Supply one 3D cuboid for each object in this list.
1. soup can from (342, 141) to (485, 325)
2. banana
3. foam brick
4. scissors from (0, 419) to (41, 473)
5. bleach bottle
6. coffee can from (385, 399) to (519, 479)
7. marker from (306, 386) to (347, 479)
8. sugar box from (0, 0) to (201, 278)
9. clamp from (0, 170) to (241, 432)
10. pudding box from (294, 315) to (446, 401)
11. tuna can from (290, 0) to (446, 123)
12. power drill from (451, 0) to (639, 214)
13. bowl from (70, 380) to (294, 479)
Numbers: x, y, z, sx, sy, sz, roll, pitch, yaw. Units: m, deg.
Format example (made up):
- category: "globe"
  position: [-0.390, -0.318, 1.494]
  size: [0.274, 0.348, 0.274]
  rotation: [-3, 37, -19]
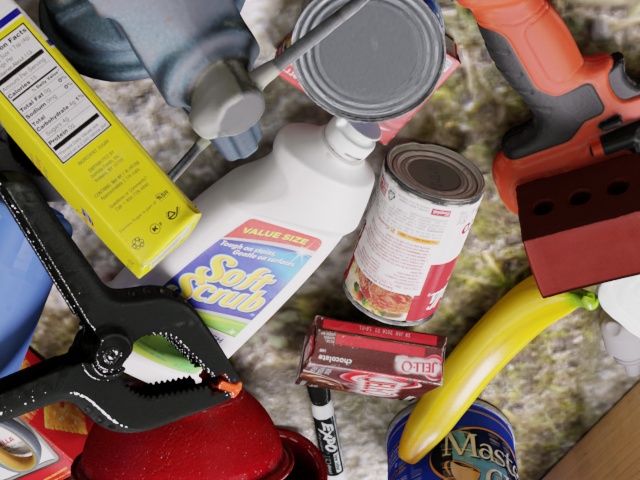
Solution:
- category: "soup can"
  position: [0.060, -0.005, 0.693]
  size: [0.068, 0.068, 0.102]
  rotation: [13, 125, -6]
- category: "banana"
  position: [0.119, 0.080, 0.751]
  size: [0.037, 0.069, 0.198]
  rotation: [39, 120, -2]
- category: "foam brick"
  position: [0.160, -0.009, 0.632]
  size: [0.078, 0.053, 0.051]
  rotation: [-16, 130, 19]
- category: "scissors"
  position: [-0.296, 0.123, 0.751]
  size: [0.201, 0.016, 0.096]
  rotation: [29, 119, -16]
- category: "bleach bottle"
  position: [-0.055, 0.001, 0.694]
  size: [0.102, 0.068, 0.251]
  rotation: [30, 127, -20]
- category: "coffee can"
  position: [0.100, 0.201, 0.797]
  size: [0.103, 0.140, 0.103]
  rotation: [1, 126, 2]
- category: "marker"
  position: [0.004, 0.148, 0.838]
  size: [0.020, 0.020, 0.121]
  rotation: [-5, 126, 7]
- category: "sugar box"
  position: [-0.137, -0.060, 0.555]
  size: [0.048, 0.093, 0.176]
  rotation: [-44, 93, -12]
- category: "clamp"
  position: [-0.142, 0.073, 0.647]
  size: [0.209, 0.036, 0.164]
  rotation: [31, 84, -36]
- category: "pudding box"
  position: [0.032, 0.084, 0.743]
  size: [0.090, 0.039, 0.113]
  rotation: [10, 167, -3]
- category: "tuna can"
  position: [0.027, -0.111, 0.599]
  size: [0.086, 0.033, 0.086]
  rotation: [3, 124, 5]
- category: "power drill"
  position: [0.166, -0.110, 0.616]
  size: [0.185, 0.057, 0.187]
  rotation: [-20, 123, 17]
- category: "bowl"
  position: [-0.100, 0.136, 0.772]
  size: [0.162, 0.162, 0.055]
  rotation: [0, 99, 3]
